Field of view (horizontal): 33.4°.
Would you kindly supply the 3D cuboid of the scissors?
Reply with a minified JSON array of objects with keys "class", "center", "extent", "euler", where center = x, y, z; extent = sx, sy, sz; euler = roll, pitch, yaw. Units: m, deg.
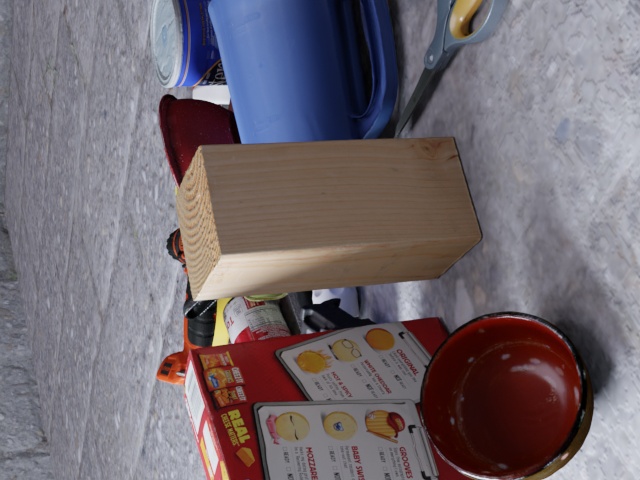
[{"class":"scissors","center":[0.090,-0.164,0.831],"extent":[0.202,0.016,0.096],"euler":[136,128,-62]}]

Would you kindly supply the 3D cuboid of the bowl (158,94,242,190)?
[{"class":"bowl","center":[-0.094,-0.071,1.008],"extent":[0.162,0.055,0.162],"euler":[-19,-90,-82]}]

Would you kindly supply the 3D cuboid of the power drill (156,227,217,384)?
[{"class":"power drill","center":[-0.148,0.070,1.221],"extent":[0.185,0.057,0.187],"euler":[173,102,-69]}]

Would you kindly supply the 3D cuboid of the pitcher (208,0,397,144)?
[{"class":"pitcher","center":[-0.007,-0.113,0.949],"extent":[0.149,0.145,0.243],"euler":[126,133,-79]}]

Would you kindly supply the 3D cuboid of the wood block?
[{"class":"wood block","center":[0.004,-0.018,0.817],"extent":[0.090,0.205,0.091],"euler":[128,133,-59]}]

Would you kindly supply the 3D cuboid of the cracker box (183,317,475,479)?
[{"class":"cracker box","center":[0.019,0.149,0.803],"extent":[0.072,0.213,0.164],"euler":[104,151,-41]}]

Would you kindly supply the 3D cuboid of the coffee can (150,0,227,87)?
[{"class":"coffee can","center":[-0.095,-0.211,1.104],"extent":[0.103,0.140,0.103],"euler":[175,90,-68]}]

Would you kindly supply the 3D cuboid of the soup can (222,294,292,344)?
[{"class":"soup can","center":[-0.064,0.111,1.183],"extent":[0.102,0.068,0.069],"euler":[-116,30,-42]}]
